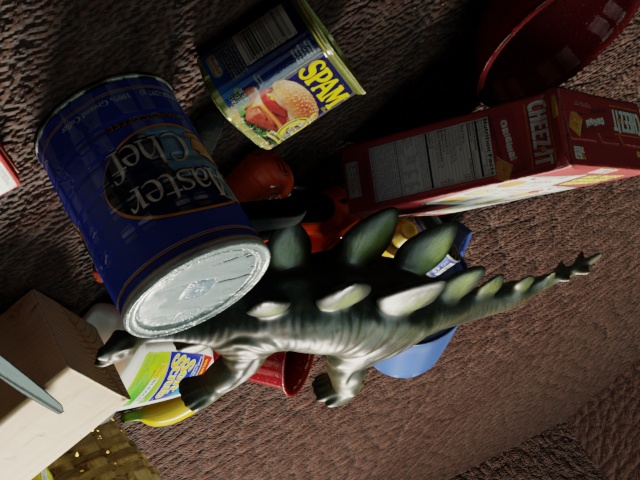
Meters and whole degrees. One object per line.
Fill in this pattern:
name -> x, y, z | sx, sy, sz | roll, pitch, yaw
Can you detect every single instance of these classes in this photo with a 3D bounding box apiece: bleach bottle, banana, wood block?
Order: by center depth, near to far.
wood block -> -0.273, 0.149, 0.878 | 0.206, 0.091, 0.090 | -39, 144, 5
bleach bottle -> -0.150, 0.112, 1.049 | 0.103, 0.068, 0.250 | -55, 159, 13
banana -> -0.134, 0.162, 1.220 | 0.198, 0.037, 0.069 | -37, 159, 13

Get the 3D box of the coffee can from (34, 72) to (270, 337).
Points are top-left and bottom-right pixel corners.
coffee can -> -0.110, -0.023, 0.694 | 0.102, 0.140, 0.103 | -27, 159, -12

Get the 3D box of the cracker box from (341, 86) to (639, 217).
cracker box -> 0.150, -0.072, 0.929 | 0.214, 0.072, 0.163 | -12, 174, 37

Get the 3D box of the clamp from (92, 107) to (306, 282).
clamp -> -0.109, -0.027, 0.808 | 0.171, 0.039, 0.120 | -25, 122, 8

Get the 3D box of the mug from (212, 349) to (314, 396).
mug -> -0.053, 0.103, 1.088 | 0.117, 0.082, 0.093 | -5, 105, -71

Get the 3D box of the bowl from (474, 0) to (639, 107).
bowl -> 0.182, -0.180, 0.865 | 0.162, 0.055, 0.162 | -27, 159, -12

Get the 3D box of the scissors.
scissors -> -0.241, 0.058, 0.755 | 0.201, 0.016, 0.096 | 30, 105, -37

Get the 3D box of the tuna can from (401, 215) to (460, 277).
tuna can -> 0.108, -0.004, 1.115 | 0.034, 0.086, 0.086 | -37, 159, 17

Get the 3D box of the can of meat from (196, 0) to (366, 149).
can of meat -> -0.027, -0.113, 0.728 | 0.084, 0.057, 0.102 | -32, 159, 9

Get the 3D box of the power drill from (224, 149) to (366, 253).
power drill -> -0.056, 0.001, 0.939 | 0.185, 0.057, 0.187 | -42, 157, 24
